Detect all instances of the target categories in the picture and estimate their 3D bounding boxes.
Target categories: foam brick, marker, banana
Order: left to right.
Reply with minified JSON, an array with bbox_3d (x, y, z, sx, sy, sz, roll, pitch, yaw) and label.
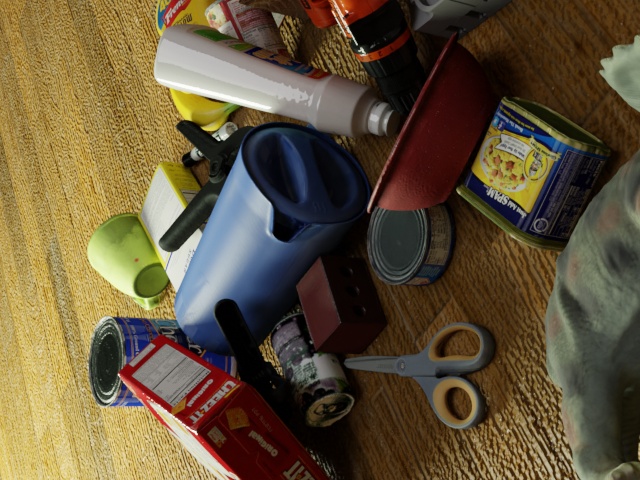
[{"bbox_3d":[-0.154,-0.188,1.330,0.069,0.037,0.198,-44,46,5],"label":"banana"},{"bbox_3d":[-0.137,-0.115,1.303,0.121,0.020,0.020,-26,64,53],"label":"marker"},{"bbox_3d":[0.018,0.061,1.007,0.051,0.052,0.078,-51,46,41],"label":"foam brick"}]

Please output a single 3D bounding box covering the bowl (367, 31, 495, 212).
[{"bbox_3d":[0.097,-0.084,0.864,0.162,0.055,0.162,-63,-4,-8],"label":"bowl"}]

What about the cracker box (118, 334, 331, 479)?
[{"bbox_3d":[-0.093,0.187,1.052,0.072,0.164,0.214,-45,26,-16],"label":"cracker box"}]

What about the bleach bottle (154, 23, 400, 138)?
[{"bbox_3d":[-0.035,-0.150,1.042,0.251,0.102,0.068,21,106,24],"label":"bleach bottle"}]

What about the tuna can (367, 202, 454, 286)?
[{"bbox_3d":[0.079,-0.003,0.940,0.086,0.033,0.086,-13,75,56],"label":"tuna can"}]

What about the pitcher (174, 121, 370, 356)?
[{"bbox_3d":[-0.057,0.001,1.081,0.145,0.148,0.243,56,135,24],"label":"pitcher"}]

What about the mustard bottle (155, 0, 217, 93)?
[{"bbox_3d":[-0.159,-0.275,1.315,0.096,0.058,0.192,-37,48,24],"label":"mustard bottle"}]

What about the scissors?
[{"bbox_3d":[0.083,0.127,0.932,0.202,0.016,0.096,-31,60,51],"label":"scissors"}]

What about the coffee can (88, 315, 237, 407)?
[{"bbox_3d":[-0.181,0.140,1.221,0.103,0.140,0.103,-13,75,56],"label":"coffee can"}]

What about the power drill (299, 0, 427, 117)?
[{"bbox_3d":[0.029,-0.212,0.976,0.184,0.057,0.188,60,177,-30],"label":"power drill"}]

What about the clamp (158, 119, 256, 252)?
[{"bbox_3d":[-0.109,-0.086,1.210,0.210,0.036,0.164,-19,62,41],"label":"clamp"}]

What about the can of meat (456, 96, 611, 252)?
[{"bbox_3d":[0.160,-0.052,0.804,0.102,0.057,0.084,47,122,50],"label":"can of meat"}]

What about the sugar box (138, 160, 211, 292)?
[{"bbox_3d":[-0.166,-0.011,1.310,0.176,0.048,0.093,54,129,41],"label":"sugar box"}]

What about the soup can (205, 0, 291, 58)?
[{"bbox_3d":[-0.073,-0.211,1.148,0.069,0.068,0.102,-29,84,52],"label":"soup can"}]

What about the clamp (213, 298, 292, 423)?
[{"bbox_3d":[-0.064,0.129,1.056,0.120,0.039,0.171,61,166,22],"label":"clamp"}]
